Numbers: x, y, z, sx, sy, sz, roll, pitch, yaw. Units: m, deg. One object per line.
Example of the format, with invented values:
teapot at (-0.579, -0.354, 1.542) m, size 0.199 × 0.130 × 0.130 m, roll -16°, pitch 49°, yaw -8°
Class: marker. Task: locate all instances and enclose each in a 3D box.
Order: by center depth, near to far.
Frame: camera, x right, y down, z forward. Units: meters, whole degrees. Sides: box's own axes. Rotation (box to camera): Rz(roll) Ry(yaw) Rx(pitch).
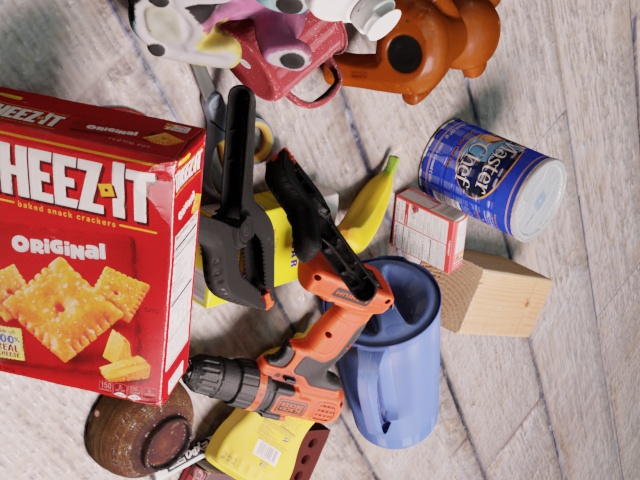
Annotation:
marker at (-0.134, 0.228, 1.145) m, size 0.120 × 0.020 × 0.020 m, roll -21°, pitch 129°, yaw -43°

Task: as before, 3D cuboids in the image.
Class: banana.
banana at (0.041, -0.025, 1.130) m, size 0.197 × 0.037 × 0.070 m, roll -58°, pitch 158°, yaw -56°

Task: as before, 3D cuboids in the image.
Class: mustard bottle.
mustard bottle at (-0.043, 0.175, 1.169) m, size 0.096 × 0.058 × 0.191 m, roll 37°, pitch 69°, yaw -25°

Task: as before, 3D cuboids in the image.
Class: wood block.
wood block at (0.213, 0.069, 1.411) m, size 0.205 × 0.090 × 0.091 m, roll 10°, pitch 104°, yaw -53°

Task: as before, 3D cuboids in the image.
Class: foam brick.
foam brick at (-0.035, 0.245, 1.254) m, size 0.052 × 0.051 × 0.078 m, roll 9°, pitch 106°, yaw -53°

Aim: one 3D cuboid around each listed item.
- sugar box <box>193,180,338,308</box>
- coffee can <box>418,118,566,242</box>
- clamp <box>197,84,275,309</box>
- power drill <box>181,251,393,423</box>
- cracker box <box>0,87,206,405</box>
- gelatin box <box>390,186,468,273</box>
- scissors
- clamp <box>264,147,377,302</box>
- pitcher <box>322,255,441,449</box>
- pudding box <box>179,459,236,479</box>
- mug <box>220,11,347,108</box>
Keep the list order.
sugar box at (-0.057, 0.001, 1.062) m, size 0.175 × 0.048 × 0.093 m, roll -15°, pitch 124°, yaw -45°
coffee can at (0.201, -0.072, 1.253) m, size 0.102 × 0.140 × 0.103 m, roll -30°, pitch 135°, yaw -36°
clamp at (-0.086, -0.009, 0.939) m, size 0.164 × 0.036 × 0.210 m, roll -51°, pitch 141°, yaw -41°
power drill at (-0.027, 0.097, 1.070) m, size 0.184 × 0.057 × 0.188 m, roll 17°, pitch 118°, yaw -31°
cracker box at (-0.180, 0.009, 0.802) m, size 0.072 × 0.164 × 0.214 m, roll -64°, pitch 164°, yaw -61°
gelatin box at (0.126, -0.013, 1.245) m, size 0.030 × 0.089 × 0.073 m, roll -30°, pitch 135°, yaw -39°
scissors at (-0.083, -0.127, 0.966) m, size 0.096 × 0.016 × 0.202 m, roll -34°, pitch 137°, yaw -36°
clamp at (-0.004, -0.016, 1.001) m, size 0.039 × 0.171 × 0.120 m, roll -32°, pitch 135°, yaw 11°
pitcher at (0.079, 0.150, 1.263) m, size 0.149 × 0.145 × 0.243 m, roll -30°, pitch 139°, yaw -18°
pudding box at (-0.120, 0.294, 1.191) m, size 0.113 × 0.039 × 0.090 m, roll 22°, pitch 95°, yaw -55°
mug at (-0.030, -0.166, 0.930) m, size 0.081 × 0.093 × 0.117 m, roll -43°, pitch 105°, yaw -16°
